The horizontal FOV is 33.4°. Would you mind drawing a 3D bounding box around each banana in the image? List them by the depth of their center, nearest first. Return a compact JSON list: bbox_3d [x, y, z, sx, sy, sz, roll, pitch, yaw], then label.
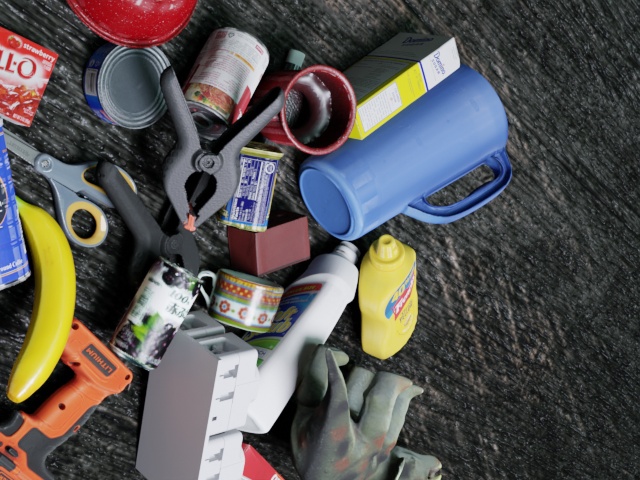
[{"bbox_3d":[-0.263,0.052,0.999,0.069,0.037,0.198,0,75,-27],"label":"banana"}]

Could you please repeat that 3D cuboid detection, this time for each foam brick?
[{"bbox_3d":[-0.058,0.001,1.194,0.078,0.053,0.051,-20,114,-38],"label":"foam brick"}]

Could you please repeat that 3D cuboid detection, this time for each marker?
[{"bbox_3d":[-0.045,-0.153,1.185,0.020,0.020,0.121,20,88,-43],"label":"marker"}]

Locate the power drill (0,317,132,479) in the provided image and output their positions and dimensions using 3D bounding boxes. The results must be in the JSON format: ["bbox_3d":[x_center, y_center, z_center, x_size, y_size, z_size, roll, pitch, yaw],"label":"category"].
[{"bbox_3d":[-0.287,0.161,1.032,0.187,0.057,0.184,-51,129,-17],"label":"power drill"}]

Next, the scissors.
[{"bbox_3d":[-0.265,-0.053,1.019,0.201,0.016,0.096,17,89,-43],"label":"scissors"}]

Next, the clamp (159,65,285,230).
[{"bbox_3d":[-0.119,-0.091,1.034,0.120,0.039,0.172,20,115,-17],"label":"clamp"}]

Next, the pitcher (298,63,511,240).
[{"bbox_3d":[0.102,-0.094,1.252,0.242,0.149,0.145,-34,125,-27],"label":"pitcher"}]

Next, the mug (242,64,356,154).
[{"bbox_3d":[-0.032,-0.139,1.134,0.117,0.082,0.093,-14,105,-29],"label":"mug"}]

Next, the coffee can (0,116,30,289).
[{"bbox_3d":[-0.312,-0.030,0.914,0.102,0.103,0.140,-17,106,-38],"label":"coffee can"}]

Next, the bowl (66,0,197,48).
[{"bbox_3d":[-0.166,-0.265,0.999,0.161,0.055,0.162,2,87,-40],"label":"bowl"}]

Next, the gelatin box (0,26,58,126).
[{"bbox_3d":[-0.290,-0.153,0.959,0.089,0.030,0.073,24,85,-43],"label":"gelatin box"}]

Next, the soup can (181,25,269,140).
[{"bbox_3d":[-0.101,-0.159,1.087,0.068,0.069,0.102,46,58,-39],"label":"soup can"}]

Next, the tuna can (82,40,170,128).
[{"bbox_3d":[-0.189,-0.154,1.047,0.085,0.034,0.086,-13,110,-39],"label":"tuna can"}]

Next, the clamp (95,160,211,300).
[{"bbox_3d":[-0.169,-0.003,1.094,0.164,0.036,0.210,-12,114,-51],"label":"clamp"}]

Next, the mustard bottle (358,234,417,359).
[{"bbox_3d":[0.081,0.056,1.279,0.096,0.058,0.191,-53,155,-28],"label":"mustard bottle"}]

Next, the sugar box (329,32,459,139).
[{"bbox_3d":[0.071,-0.181,1.231,0.176,0.093,0.048,-35,123,-29],"label":"sugar box"}]

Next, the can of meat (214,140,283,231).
[{"bbox_3d":[-0.078,-0.060,1.127,0.057,0.102,0.084,9,99,-10],"label":"can of meat"}]

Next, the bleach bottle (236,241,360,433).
[{"bbox_3d":[-0.035,0.101,1.223,0.068,0.103,0.250,52,59,-28],"label":"bleach bottle"}]
